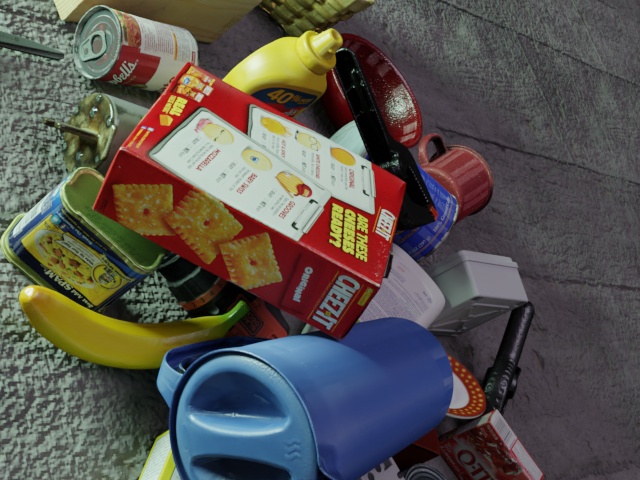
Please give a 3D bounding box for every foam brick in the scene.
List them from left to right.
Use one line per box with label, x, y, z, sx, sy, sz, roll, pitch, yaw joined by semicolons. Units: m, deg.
foam brick;0.068;0.182;1.024;0.078;0.051;0.053;28;42;-36

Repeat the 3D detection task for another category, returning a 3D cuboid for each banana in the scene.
banana;-0.150;0.070;0.837;0.197;0.070;0.037;6;21;-40

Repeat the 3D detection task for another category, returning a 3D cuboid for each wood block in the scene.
wood block;-0.168;-0.269;1.075;0.205;0.090;0.091;-3;66;-52

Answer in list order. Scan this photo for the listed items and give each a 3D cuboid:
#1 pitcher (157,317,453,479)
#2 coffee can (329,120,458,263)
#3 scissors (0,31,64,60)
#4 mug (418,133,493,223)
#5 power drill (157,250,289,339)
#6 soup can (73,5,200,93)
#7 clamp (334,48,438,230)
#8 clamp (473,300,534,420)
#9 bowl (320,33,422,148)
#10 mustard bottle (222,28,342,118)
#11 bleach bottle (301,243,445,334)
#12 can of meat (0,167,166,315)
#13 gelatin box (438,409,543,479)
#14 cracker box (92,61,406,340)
pitcher;-0.002;0.125;0.844;0.242;0.145;0.149;-10;78;-56
coffee can;0.067;-0.051;1.171;0.140;0.103;0.102;39;37;-24
scissors;-0.302;-0.164;0.887;0.201;0.016;0.096;25;46;-38
mug;0.148;-0.073;1.297;0.081;0.093;0.117;-32;107;-51
power drill;-0.056;0.001;0.950;0.187;0.057;0.184;-51;120;-27
soup can;-0.173;-0.178;1.012;0.102;0.069;0.068;4;59;-50
clamp;0.062;-0.064;1.041;0.209;0.036;0.164;51;33;-43
clamp;0.202;0.162;1.195;0.120;0.039;0.171;80;32;-46
bowl;0.051;-0.168;1.291;0.162;0.055;0.162;31;41;-32
mustard bottle;-0.051;-0.141;1.018;0.096;0.192;0.058;6;57;-49
bleach bottle;0.027;0.091;1.040;0.102;0.068;0.250;45;37;9
can of meat;-0.183;0.003;0.833;0.102;0.084;0.057;44;36;-17
gelatin box;0.174;0.227;1.097;0.089;0.073;0.030;55;35;-4
cracker box;-0.048;-0.035;0.844;0.213;0.072;0.164;29;33;-6
